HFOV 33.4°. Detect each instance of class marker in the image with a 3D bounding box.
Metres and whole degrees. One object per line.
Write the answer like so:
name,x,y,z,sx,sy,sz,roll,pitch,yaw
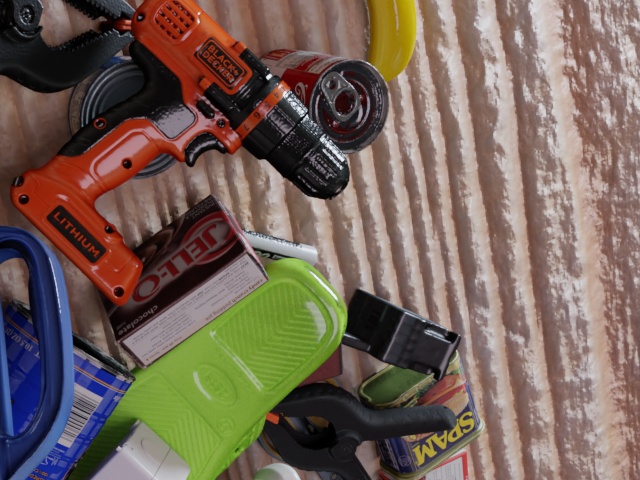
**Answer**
marker,-0.056,0.001,0.847,0.120,0.020,0.020,16,94,-34

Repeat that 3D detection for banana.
banana,0.036,-0.206,0.837,0.069,0.037,0.198,-29,117,-24

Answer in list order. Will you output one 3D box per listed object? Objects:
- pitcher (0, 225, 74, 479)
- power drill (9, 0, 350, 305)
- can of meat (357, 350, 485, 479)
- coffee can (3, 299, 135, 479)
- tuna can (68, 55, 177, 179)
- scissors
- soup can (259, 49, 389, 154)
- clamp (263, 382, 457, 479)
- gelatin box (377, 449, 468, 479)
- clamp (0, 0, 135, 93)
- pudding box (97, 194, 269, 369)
pitcher,-0.231,0.109,0.624,0.144,0.149,0.243,2,65,-41
power drill,-0.096,-0.048,0.712,0.184,0.057,0.187,44,79,-5
can of meat,0.090,0.151,0.959,0.102,0.058,0.084,-30,115,-22
coffee can,-0.209,0.126,0.734,0.102,0.103,0.140,38,82,-34
tuna can,-0.135,-0.088,0.763,0.086,0.034,0.086,-9,108,-30
scissors,0.017,0.188,0.947,0.096,0.016,0.201,-52,124,-10
soup can,-0.005,-0.106,0.799,0.068,0.102,0.068,-9,108,-30
clamp,0.019,0.175,0.896,0.171,0.039,0.120,17,102,-15
gelatin box,0.098,0.239,1.004,0.089,0.030,0.073,-18,114,-27
clamp,-0.199,-0.150,0.667,0.209,0.036,0.164,-19,112,-49
pudding box,-0.102,0.028,0.769,0.113,0.090,0.039,-37,125,0
